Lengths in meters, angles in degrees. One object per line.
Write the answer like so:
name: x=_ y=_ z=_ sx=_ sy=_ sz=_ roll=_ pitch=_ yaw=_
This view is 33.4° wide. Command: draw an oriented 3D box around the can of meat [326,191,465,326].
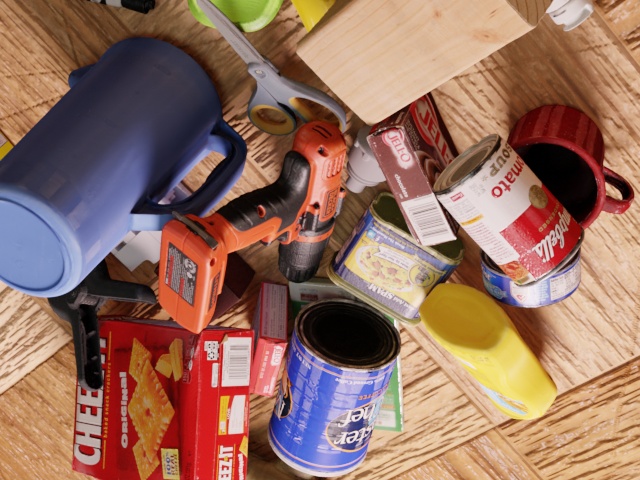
can of meat: x=0.070 y=0.016 z=0.975 sx=0.102 sy=0.057 sz=0.084 roll=31 pitch=123 yaw=-2

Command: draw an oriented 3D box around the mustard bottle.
mustard bottle: x=0.166 y=0.115 z=0.974 sx=0.096 sy=0.058 sz=0.191 roll=30 pitch=168 yaw=45

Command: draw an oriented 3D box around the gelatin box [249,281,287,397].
gelatin box: x=-0.052 y=0.096 z=1.046 sx=0.030 sy=0.089 sz=0.073 roll=9 pitch=125 yaw=-9

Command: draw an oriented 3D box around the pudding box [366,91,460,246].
pudding box: x=0.086 y=-0.065 z=0.899 sx=0.039 sy=0.090 sz=0.113 roll=-14 pitch=116 yaw=28

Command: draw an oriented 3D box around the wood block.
wood block: x=0.080 y=-0.173 z=0.781 sx=0.090 sy=0.090 sz=0.206 roll=44 pitch=151 yaw=-12

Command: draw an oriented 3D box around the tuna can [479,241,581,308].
tuna can: x=0.182 y=0.021 z=0.921 sx=0.086 sy=0.086 sz=0.034 roll=1 pitch=122 yaw=19

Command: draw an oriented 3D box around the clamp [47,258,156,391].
clamp: x=-0.235 y=0.067 z=1.062 sx=0.039 sy=0.172 sz=0.120 roll=29 pitch=94 yaw=-46

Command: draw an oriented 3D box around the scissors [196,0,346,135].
scissors: x=-0.059 y=-0.137 z=0.895 sx=0.096 sy=0.016 sz=0.201 roll=-12 pitch=147 yaw=41

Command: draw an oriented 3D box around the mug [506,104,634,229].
mug: x=0.199 y=-0.056 z=0.869 sx=0.117 sy=0.081 sz=0.093 roll=20 pitch=125 yaw=7

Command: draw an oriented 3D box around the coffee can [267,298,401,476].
coffee can: x=0.011 y=0.141 z=1.026 sx=0.103 sy=0.102 sz=0.140 roll=19 pitch=124 yaw=7

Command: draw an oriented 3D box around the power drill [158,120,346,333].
power drill: x=-0.056 y=0.001 z=0.930 sx=0.057 sy=0.187 sz=0.184 roll=34 pitch=139 yaw=24

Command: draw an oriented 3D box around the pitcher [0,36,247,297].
pitcher: x=-0.180 y=-0.059 z=0.902 sx=0.149 sy=0.242 sz=0.145 roll=-15 pitch=118 yaw=33

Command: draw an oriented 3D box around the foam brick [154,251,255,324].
foam brick: x=-0.113 y=0.031 z=1.052 sx=0.053 sy=0.051 sz=0.078 roll=-36 pitch=104 yaw=32

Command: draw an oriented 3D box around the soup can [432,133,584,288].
soup can: x=0.143 y=-0.023 z=0.816 sx=0.069 sy=0.068 sz=0.102 roll=-36 pitch=103 yaw=33

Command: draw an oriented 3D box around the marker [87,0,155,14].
marker: x=-0.204 y=-0.221 z=0.947 sx=0.121 sy=0.020 sz=0.020 roll=14 pitch=124 yaw=10

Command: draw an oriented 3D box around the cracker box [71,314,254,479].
cracker box: x=-0.161 y=0.161 z=1.047 sx=0.214 sy=0.071 sz=0.164 roll=1 pitch=87 yaw=46
